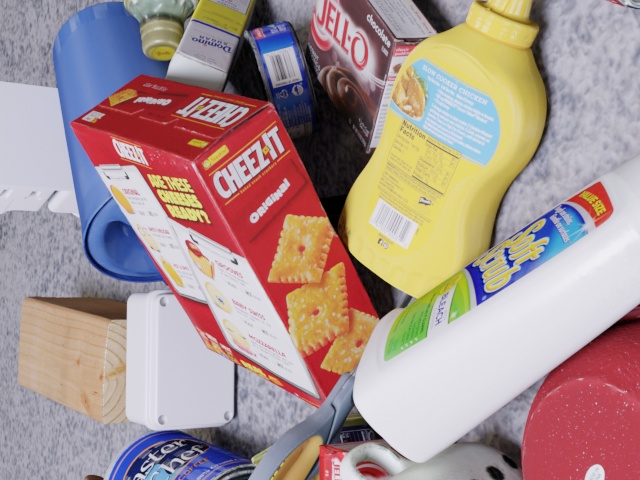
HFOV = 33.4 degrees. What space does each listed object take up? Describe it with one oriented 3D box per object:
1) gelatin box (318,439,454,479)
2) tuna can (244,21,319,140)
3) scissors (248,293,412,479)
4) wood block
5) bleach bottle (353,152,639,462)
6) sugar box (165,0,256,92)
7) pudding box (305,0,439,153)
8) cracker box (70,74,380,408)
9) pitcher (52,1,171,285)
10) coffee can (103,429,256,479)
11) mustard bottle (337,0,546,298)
[{"bbox_3d":[0.041,0.159,0.650,0.030,0.089,0.073,-1,87,54],"label":"gelatin box"},{"bbox_3d":[-0.028,-0.115,0.778,0.086,0.033,0.086,164,90,-85],"label":"tuna can"},{"bbox_3d":[0.016,0.111,0.676,0.016,0.201,0.096,25,145,29],"label":"scissors"},{"bbox_3d":[-0.203,0.106,0.998,0.206,0.090,0.090,5,92,55],"label":"wood block"},{"bbox_3d":[0.126,0.016,0.544,0.068,0.102,0.251,44,122,-7],"label":"bleach bottle"},{"bbox_3d":[-0.091,-0.134,0.820,0.176,0.048,0.093,-78,11,-58],"label":"sugar box"},{"bbox_3d":[0.031,-0.128,0.707,0.113,0.039,0.090,58,150,38],"label":"pudding box"},{"bbox_3d":[-0.055,0.001,0.708,0.164,0.072,0.213,20,144,50],"label":"cracker box"},{"bbox_3d":[-0.159,-0.086,0.931,0.149,0.144,0.243,-45,48,29],"label":"pitcher"},{"bbox_3d":[-0.095,0.209,0.828,0.141,0.102,0.103,4,91,55],"label":"coffee can"},{"bbox_3d":[0.080,-0.064,0.633,0.096,0.058,0.192,38,119,34],"label":"mustard bottle"}]
